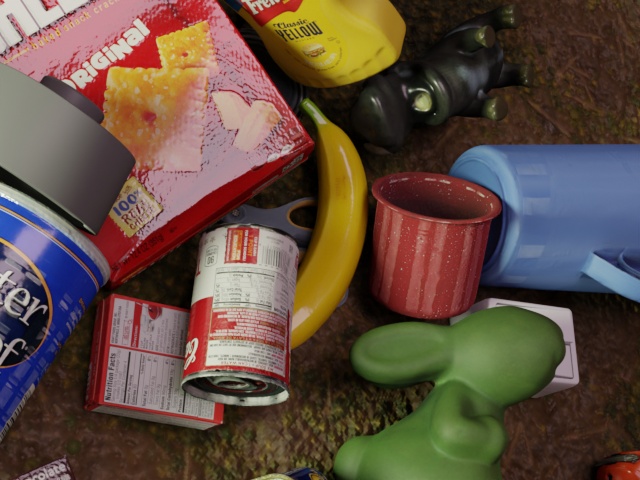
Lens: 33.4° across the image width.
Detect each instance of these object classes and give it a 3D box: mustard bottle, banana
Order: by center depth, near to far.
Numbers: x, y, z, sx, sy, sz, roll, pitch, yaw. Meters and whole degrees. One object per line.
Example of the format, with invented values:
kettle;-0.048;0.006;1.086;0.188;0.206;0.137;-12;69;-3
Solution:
mustard bottle;-0.027;-0.179;0.710;0.191;0.096;0.058;43;53;-45
banana;-0.001;-0.003;0.762;0.069;0.037;0.197;15;67;-14

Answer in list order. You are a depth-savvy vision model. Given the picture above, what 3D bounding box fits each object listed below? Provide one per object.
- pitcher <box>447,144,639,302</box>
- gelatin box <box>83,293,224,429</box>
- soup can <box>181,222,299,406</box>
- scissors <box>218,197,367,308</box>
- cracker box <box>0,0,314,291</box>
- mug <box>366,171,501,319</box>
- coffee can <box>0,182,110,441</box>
pitcher;0.226;-0.011;0.849;0.242;0.149;0.145;0;84;-25
gelatin box;-0.106;0.080;0.696;0.089;0.030;0.073;14;65;-27
soup can;-0.049;0.047;0.681;0.068;0.069;0.102;15;64;-23
scissors;-0.055;0.001;0.762;0.201;0.016;0.096;5;69;-27
cracker box;-0.130;-0.100;0.701;0.164;0.072;0.214;-35;91;-15
mug;0.075;-0.001;0.784;0.093;0.117;0.081;-1;115;-17
coffee can;-0.199;0.049;0.604;0.102;0.103;0.140;35;66;-13
